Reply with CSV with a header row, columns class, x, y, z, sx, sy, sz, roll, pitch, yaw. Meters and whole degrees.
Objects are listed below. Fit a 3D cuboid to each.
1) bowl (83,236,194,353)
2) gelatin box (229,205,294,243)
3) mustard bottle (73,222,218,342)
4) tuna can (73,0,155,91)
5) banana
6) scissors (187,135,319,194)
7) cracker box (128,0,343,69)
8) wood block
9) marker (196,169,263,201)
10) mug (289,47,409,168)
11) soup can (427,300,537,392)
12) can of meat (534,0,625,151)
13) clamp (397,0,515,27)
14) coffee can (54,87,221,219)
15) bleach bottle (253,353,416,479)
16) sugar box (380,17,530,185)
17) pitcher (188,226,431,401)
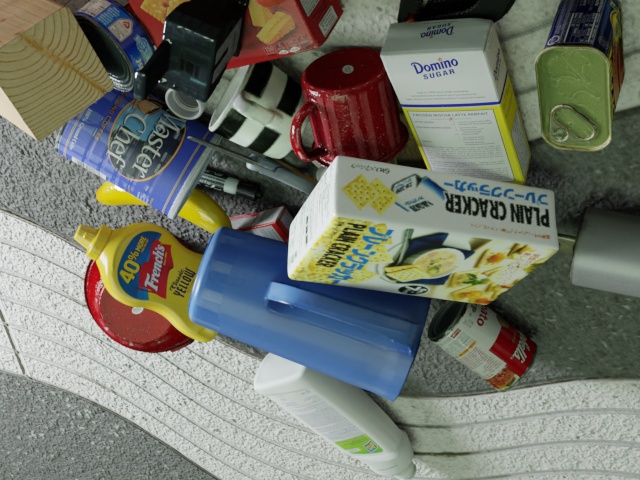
class,x,y,z,sx,sy,sz,roll,pitch,yaw
bowl,-0.213,0.071,1.280,0.162,0.055,0.162,2,108,5
gelatin box,-0.058,0.001,1.200,0.089,0.030,0.073,-11,129,39
mustard bottle,-0.189,0.034,1.209,0.191,0.096,0.058,29,167,-14
tuna can,-0.192,-0.181,0.984,0.086,0.033,0.086,35,155,19
banana,-0.176,-0.042,1.194,0.198,0.037,0.070,21,126,23
scissors,-0.064,-0.078,1.045,0.201,0.016,0.096,22,-172,-36
cracker box,-0.101,-0.251,0.915,0.164,0.072,0.213,-6,131,32
wood block,-0.292,-0.178,1.008,0.206,0.090,0.090,30,153,50
marker,-0.120,-0.067,1.167,0.121,0.020,0.020,17,140,10
mug,0.020,-0.116,0.970,0.093,0.117,0.081,35,149,45
soup can,0.176,0.110,1.165,0.102,0.068,0.069,37,139,-12
can of meat,0.212,-0.137,0.862,0.058,0.083,0.102,5,136,23
clamp,0.129,-0.228,0.840,0.210,0.036,0.164,-19,130,44
coffee can,-0.186,-0.100,1.101,0.140,0.102,0.103,30,140,-5
bleach bottle,0.033,0.233,1.382,0.103,0.068,0.250,-20,125,41
sugar box,0.123,-0.119,0.941,0.093,0.048,0.176,2,144,24
pitcher,-0.010,0.069,1.118,0.243,0.145,0.149,18,130,-1
